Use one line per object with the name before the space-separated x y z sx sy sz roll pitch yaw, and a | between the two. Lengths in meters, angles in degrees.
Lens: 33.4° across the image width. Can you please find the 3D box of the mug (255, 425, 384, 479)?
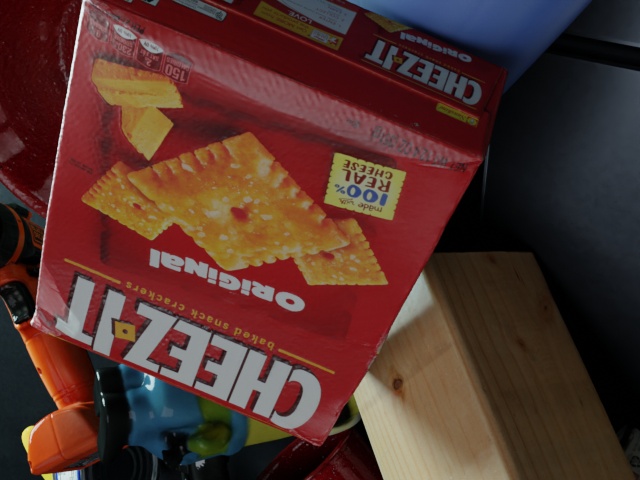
mug | 0.007 0.176 0.718 0.081 0.093 0.117 51 163 -7

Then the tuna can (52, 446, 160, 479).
tuna can | -0.164 0.176 0.829 0.034 0.086 0.086 -8 110 35

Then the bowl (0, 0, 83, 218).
bowl | -0.120 -0.084 0.566 0.162 0.055 0.162 14 123 23

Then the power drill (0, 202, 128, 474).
power drill | -0.192 0.060 0.711 0.057 0.184 0.188 -26 77 4

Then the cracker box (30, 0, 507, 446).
cracker box | -0.036 -0.012 0.481 0.164 0.072 0.214 23 135 0

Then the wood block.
wood block | 0.093 0.116 0.554 0.091 0.090 0.206 -44 57 42
